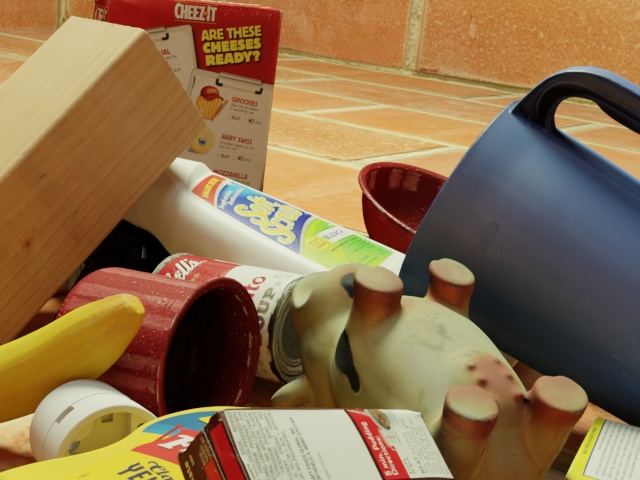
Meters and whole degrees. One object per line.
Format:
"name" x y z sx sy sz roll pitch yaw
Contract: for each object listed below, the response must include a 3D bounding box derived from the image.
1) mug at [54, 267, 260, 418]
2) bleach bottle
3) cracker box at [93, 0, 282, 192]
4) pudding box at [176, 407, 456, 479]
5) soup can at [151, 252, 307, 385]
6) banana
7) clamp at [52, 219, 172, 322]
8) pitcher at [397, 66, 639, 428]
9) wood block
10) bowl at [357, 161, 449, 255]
"mug" -0.086 0.063 0.589 0.082 0.093 0.117 9 -14 28
"bleach bottle" -0.055 0.001 0.741 0.251 0.068 0.102 26 27 18
"cracker box" -0.132 -0.116 0.993 0.164 0.214 0.072 -1 16 -25
"pudding box" 0.010 0.110 0.410 0.113 0.039 0.090 6 44 -40
"soup can" -0.051 0.048 0.660 0.102 0.068 0.068 9 13 33
"banana" -0.180 0.066 0.531 0.198 0.069 0.037 -6 42 3
"clamp" -0.145 0.011 0.774 0.164 0.036 0.210 -6 35 -37
"pitcher" 0.178 0.027 0.592 0.243 0.145 0.149 33 -20 15
"wood block" -0.185 -0.043 0.705 0.091 0.090 0.206 19 62 41
"bowl" 0.098 -0.005 0.928 0.162 0.055 0.162 19 24 -9
